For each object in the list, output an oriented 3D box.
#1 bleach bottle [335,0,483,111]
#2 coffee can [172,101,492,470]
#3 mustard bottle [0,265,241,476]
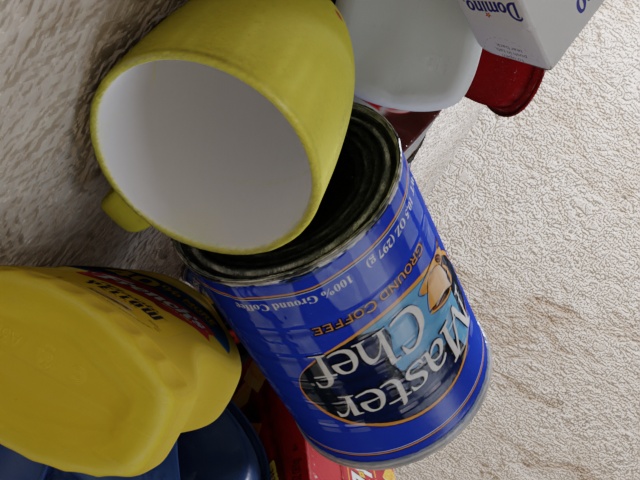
[{"bbox_3d":[0.052,-0.132,0.579,0.250,0.068,0.102,-68,170,-77],"label":"bleach bottle"},{"bbox_3d":[0.010,0.023,0.479,0.102,0.103,0.140,-53,137,-24],"label":"coffee can"},{"bbox_3d":[-0.082,0.045,0.447,0.058,0.096,0.191,-64,173,2],"label":"mustard bottle"}]
